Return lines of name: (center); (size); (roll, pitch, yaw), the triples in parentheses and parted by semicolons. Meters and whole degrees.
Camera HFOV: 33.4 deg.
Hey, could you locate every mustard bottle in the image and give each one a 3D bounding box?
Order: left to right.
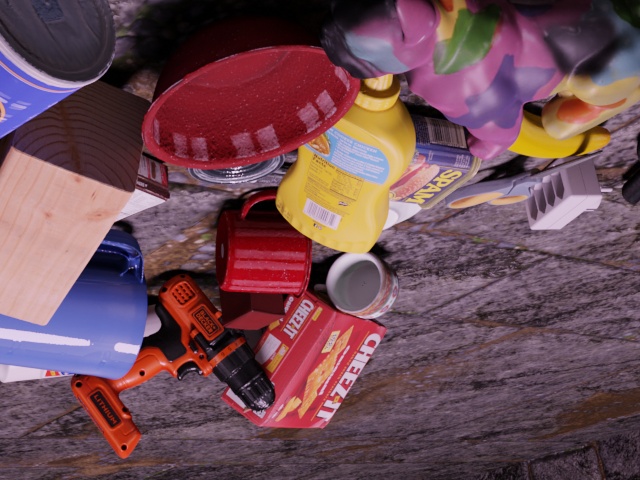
mustard bottle: (0.026, -0.075, 0.869); (0.096, 0.058, 0.192); (30, 140, 9)

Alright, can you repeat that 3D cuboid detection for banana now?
banana: (0.190, -0.102, 0.944); (0.070, 0.037, 0.197); (-22, 156, 32)

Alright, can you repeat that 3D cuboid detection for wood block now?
wood block: (-0.214, -0.029, 0.822); (0.090, 0.091, 0.206); (21, 140, -21)

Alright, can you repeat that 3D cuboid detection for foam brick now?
foam brick: (-0.078, 0.055, 1.188); (0.051, 0.078, 0.053); (14, 149, -43)

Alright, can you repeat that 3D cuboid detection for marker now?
marker: (-0.021, -0.059, 0.994); (0.120, 0.020, 0.020); (4, 156, -31)

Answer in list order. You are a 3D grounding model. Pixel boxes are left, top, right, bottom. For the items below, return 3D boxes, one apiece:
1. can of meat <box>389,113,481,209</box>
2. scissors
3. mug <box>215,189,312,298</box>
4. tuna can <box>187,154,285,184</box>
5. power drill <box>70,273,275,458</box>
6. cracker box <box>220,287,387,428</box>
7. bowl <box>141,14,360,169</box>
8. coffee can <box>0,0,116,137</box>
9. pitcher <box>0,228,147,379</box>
can of meat: (0.079, -0.072, 0.950); (0.083, 0.057, 0.102); (5, 155, -29)
scissors: (0.214, -0.059, 1.056); (0.096, 0.016, 0.202); (2, 168, -45)
mug: (-0.057, 0.001, 1.059); (0.081, 0.093, 0.117); (2, 126, -15)
tuna can: (-0.073, -0.079, 0.899); (0.086, 0.034, 0.086); (-8, 159, -3)
power drill: (-0.166, 0.155, 1.185); (0.187, 0.184, 0.057); (-37, 172, -20)
cracker box: (-0.012, 0.149, 1.319); (0.164, 0.072, 0.213); (-57, 157, 3)
bowl: (-0.055, -0.114, 0.769); (0.162, 0.055, 0.162); (-15, 159, -6)
coffee can: (-0.209, -0.114, 0.651); (0.141, 0.103, 0.102); (-23, 155, 33)
pitcher: (-0.298, 0.055, 1.047); (0.242, 0.149, 0.145); (9, 174, -34)
